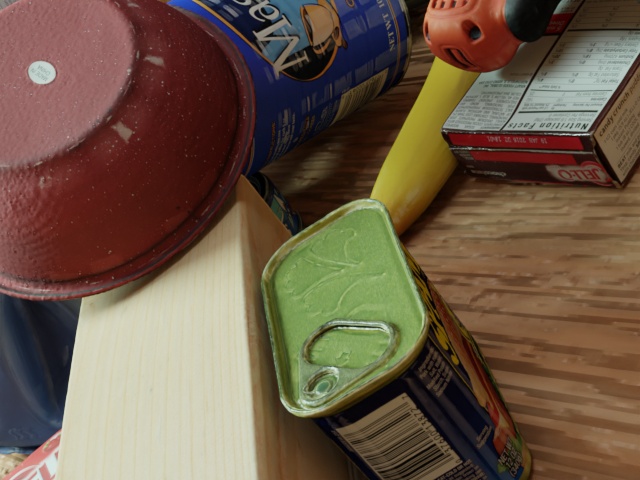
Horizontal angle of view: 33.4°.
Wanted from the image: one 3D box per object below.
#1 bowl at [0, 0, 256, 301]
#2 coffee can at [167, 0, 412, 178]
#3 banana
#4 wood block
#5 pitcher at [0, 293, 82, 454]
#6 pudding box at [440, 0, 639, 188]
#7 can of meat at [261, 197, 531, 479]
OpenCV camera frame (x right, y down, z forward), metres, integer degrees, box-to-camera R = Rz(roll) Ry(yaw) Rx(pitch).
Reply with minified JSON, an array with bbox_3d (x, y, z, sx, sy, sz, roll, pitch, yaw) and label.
[{"bbox_3d":[-0.112,-0.057,0.468,0.162,0.055,0.162,-7,61,13],"label":"bowl"},{"bbox_3d":[-0.032,-0.098,0.589,0.140,0.103,0.103,-35,24,-34],"label":"coffee can"},{"bbox_3d":[0.068,-0.078,0.569,0.070,0.037,0.197,-52,11,45],"label":"banana"},{"bbox_3d":[-0.040,0.075,0.425,0.091,0.090,0.206,-31,31,13],"label":"wood block"},{"bbox_3d":[-0.156,-0.010,0.621,0.149,0.145,0.243,-23,30,16],"label":"pitcher"},{"bbox_3d":[0.123,-0.077,0.502,0.090,0.039,0.113,10,58,50],"label":"pudding box"},{"bbox_3d":[0.028,0.047,0.394,0.057,0.084,0.102,-33,31,10],"label":"can of meat"}]
